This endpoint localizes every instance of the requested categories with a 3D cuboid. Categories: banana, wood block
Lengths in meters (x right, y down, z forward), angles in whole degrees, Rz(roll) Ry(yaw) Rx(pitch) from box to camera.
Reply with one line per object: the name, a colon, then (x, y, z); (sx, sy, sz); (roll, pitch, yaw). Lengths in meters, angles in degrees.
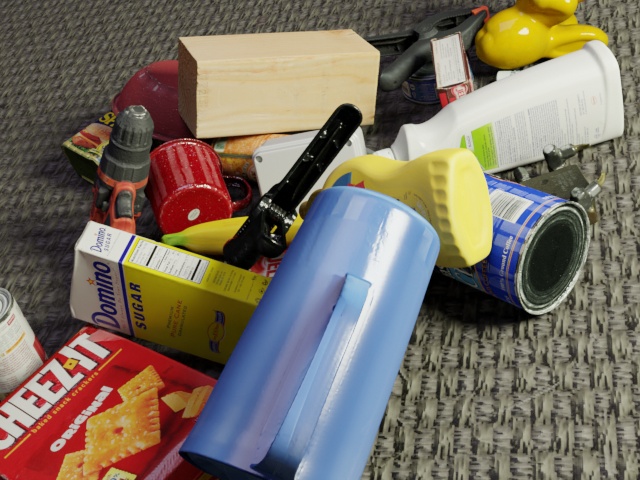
banana: (-0.057, -0.003, 1.077); (0.198, 0.037, 0.069); (-5, 15, 14)
wood block: (-0.049, -0.176, 1.191); (0.205, 0.090, 0.091); (-6, 28, -19)

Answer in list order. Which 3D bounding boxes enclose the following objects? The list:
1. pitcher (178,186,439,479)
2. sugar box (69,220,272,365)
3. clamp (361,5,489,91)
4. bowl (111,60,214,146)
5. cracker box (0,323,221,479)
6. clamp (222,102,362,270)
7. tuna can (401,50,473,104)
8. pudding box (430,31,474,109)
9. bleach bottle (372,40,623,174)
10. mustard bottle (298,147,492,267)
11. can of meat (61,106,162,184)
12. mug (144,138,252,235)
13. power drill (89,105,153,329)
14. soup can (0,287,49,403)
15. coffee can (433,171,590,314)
pitcher: (0.003, 0.081, 0.803); (0.149, 0.144, 0.242); (6, 64, 43)
sugar box: (-0.132, 0.052, 0.949); (0.176, 0.093, 0.048); (15, 43, 0)
clamp: (0.114, -0.233, 1.248); (0.171, 0.039, 0.120); (-27, 43, -17)
bowl: (-0.166, -0.172, 1.274); (0.162, 0.055, 0.162); (11, 29, -7)
cracker box: (-0.175, 0.168, 0.893); (0.214, 0.072, 0.164); (17, 49, 38)
clamp: (-0.036, -0.032, 0.957); (0.164, 0.036, 0.210); (-58, 9, -23)
tuna can: (0.135, -0.198, 1.255); (0.086, 0.034, 0.086); (-12, 38, 9)
pudding box: (0.148, -0.158, 1.154); (0.039, 0.090, 0.113); (-12, 37, 9)
bleach bottle: (0.174, -0.117, 1.080); (0.251, 0.102, 0.068); (-17, 35, 1)
mustard bottle: (0.054, -0.027, 0.927); (0.192, 0.096, 0.058); (1, 20, 44)
can of meat: (-0.251, -0.110, 1.288); (0.083, 0.057, 0.102); (-40, 42, -23)
mug: (-0.130, -0.049, 1.143); (0.117, 0.093, 0.081); (0, 37, -21)
power drill: (-0.193, -0.017, 1.064); (0.057, 0.185, 0.188); (5, 38, -19)
soup can: (-0.299, 0.103, 1.002); (0.068, 0.102, 0.068); (-12, 37, 9)
coffee can: (0.151, -0.006, 0.950); (0.102, 0.103, 0.141); (-40, 42, -26)
